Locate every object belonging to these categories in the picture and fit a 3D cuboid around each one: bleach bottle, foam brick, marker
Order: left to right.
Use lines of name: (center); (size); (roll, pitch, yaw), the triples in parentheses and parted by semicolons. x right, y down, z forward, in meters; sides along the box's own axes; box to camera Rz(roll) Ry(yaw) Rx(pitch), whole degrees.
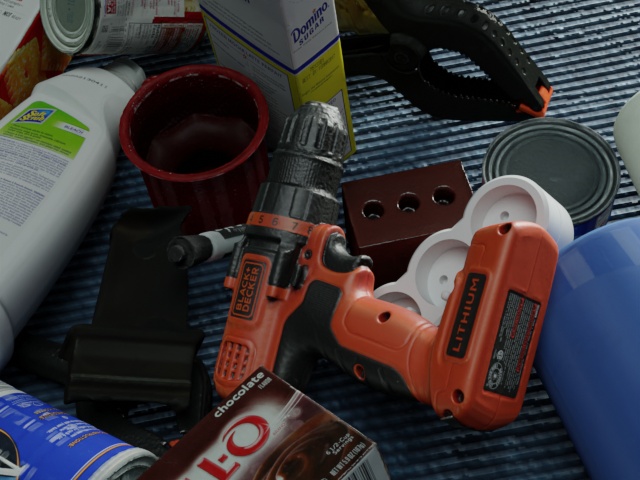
bleach bottle: (-0.177, -0.036, 0.681); (0.102, 0.068, 0.250); (21, 48, 10)
marker: (-0.054, 0.001, 0.638); (0.020, 0.121, 0.020); (3, 98, 25)
foam brick: (0.055, -0.009, 0.662); (0.078, 0.051, 0.053); (-12, 56, -2)

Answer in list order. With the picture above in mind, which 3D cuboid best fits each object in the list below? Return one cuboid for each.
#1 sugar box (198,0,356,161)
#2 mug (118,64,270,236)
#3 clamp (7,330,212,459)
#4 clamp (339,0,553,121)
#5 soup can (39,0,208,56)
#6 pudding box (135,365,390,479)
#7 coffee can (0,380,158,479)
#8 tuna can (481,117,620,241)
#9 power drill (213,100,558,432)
sugar box: (-0.029, -0.122, 0.671); (0.048, 0.176, 0.093); (-40, 62, -20)
mug: (-0.082, -0.059, 0.691); (0.093, 0.081, 0.117); (-34, 60, -16)
clamp: (-0.126, 0.079, 0.631); (0.120, 0.039, 0.172); (-29, 51, -6)
clamp: (0.052, -0.129, 0.716); (0.210, 0.165, 0.036); (29, 55, -4)
soup can: (-0.135, -0.164, 0.748); (0.102, 0.069, 0.069); (-12, 47, -45)
pudding box: (-0.036, 0.123, 0.505); (0.113, 0.039, 0.090); (-40, 41, -21)
coffee can: (-0.169, 0.131, 0.561); (0.140, 0.103, 0.102); (21, 61, 19)
tuna can: (0.145, -0.035, 0.681); (0.086, 0.034, 0.086); (-3, 56, 4)
power drill: (0.031, 0.017, 0.580); (0.188, 0.057, 0.184); (10, 84, 41)
